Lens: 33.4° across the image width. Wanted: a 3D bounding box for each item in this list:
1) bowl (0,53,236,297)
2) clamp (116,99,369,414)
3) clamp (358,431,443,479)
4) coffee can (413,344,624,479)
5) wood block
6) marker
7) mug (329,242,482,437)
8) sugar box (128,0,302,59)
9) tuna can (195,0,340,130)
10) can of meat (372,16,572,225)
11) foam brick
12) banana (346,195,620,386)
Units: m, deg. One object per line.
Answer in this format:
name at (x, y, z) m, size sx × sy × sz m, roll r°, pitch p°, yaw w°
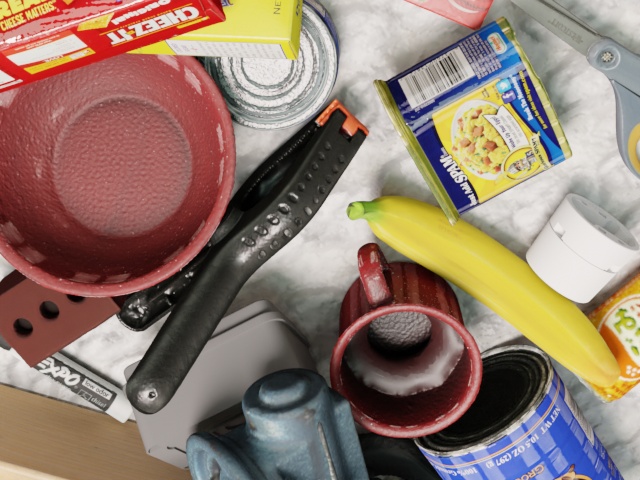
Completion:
bowl at (-0.126, -0.047, 0.639) m, size 0.162 × 0.055 × 0.162 m, roll 0°, pitch 88°, yaw 6°
clamp at (-0.054, 0.001, 0.652) m, size 0.036 × 0.165 × 0.210 m, roll 42°, pitch 84°, yaw -19°
clamp at (0.011, 0.175, 0.754) m, size 0.171 × 0.039 × 0.120 m, roll 17°, pitch 119°, yaw 2°
coffee can at (0.140, 0.155, 0.706) m, size 0.103 × 0.103 × 0.140 m, roll -30°, pitch 108°, yaw 13°
wood block at (-0.180, 0.173, 0.730) m, size 0.206 × 0.091 × 0.090 m, roll 17°, pitch 112°, yaw -5°
marker at (-0.181, 0.086, 0.733) m, size 0.121 × 0.020 × 0.020 m, roll 34°, pitch 109°, yaw -11°
mug at (0.048, 0.055, 0.679) m, size 0.093 × 0.081 × 0.117 m, roll -21°, pitch 110°, yaw 10°
sugar box at (-0.098, -0.152, 0.591) m, size 0.176 × 0.048 × 0.093 m, roll 3°, pitch 85°, yaw 4°
tuna can at (-0.031, -0.110, 0.639) m, size 0.086 × 0.033 × 0.086 m, roll 1°, pitch 113°, yaw 1°
can of meat at (0.091, -0.070, 0.628) m, size 0.084 × 0.057 × 0.102 m, roll -28°, pitch 133°, yaw 10°
foam brick at (-0.170, 0.035, 0.693) m, size 0.078 × 0.051 × 0.053 m, roll -32°, pitch 108°, yaw 14°
banana at (0.101, 0.025, 0.669) m, size 0.197 × 0.069 × 0.037 m, roll 31°, pitch 122°, yaw -4°
